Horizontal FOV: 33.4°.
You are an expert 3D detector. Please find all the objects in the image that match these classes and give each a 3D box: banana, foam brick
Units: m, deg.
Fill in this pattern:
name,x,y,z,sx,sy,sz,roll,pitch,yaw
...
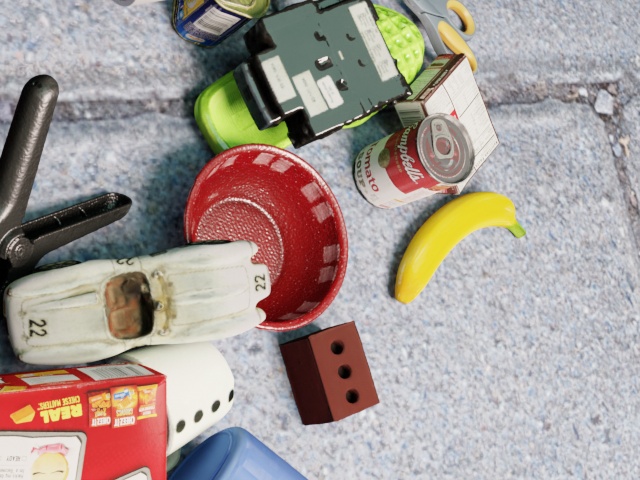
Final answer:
name,x,y,z,sx,sy,sz,roll,pitch,yaw
banana,0.137,-0.005,1.057,0.197,0.037,0.069,-25,92,-36
foam brick,0.008,0.117,0.931,0.052,0.051,0.078,-17,88,-35

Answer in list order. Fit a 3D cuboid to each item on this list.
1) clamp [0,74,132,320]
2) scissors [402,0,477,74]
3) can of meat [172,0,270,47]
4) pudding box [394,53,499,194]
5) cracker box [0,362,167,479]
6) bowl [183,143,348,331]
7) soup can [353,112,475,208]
name,x,y,z,sx,sy,sz,roll,pitch,yaw
clamp,-0.230,-0.009,0.771,0.209,0.036,0.164,-50,149,-25
scissors,0.103,-0.253,1.090,0.201,0.016,0.096,49,43,-23
can of meat,-0.087,-0.229,0.934,0.057,0.084,0.102,14,70,-31
pudding box,0.128,-0.115,1.060,0.090,0.039,0.113,-49,128,-33
cracker box,-0.193,0.197,0.732,0.163,0.072,0.214,-3,97,-35
bowl,-0.056,0.001,0.914,0.161,0.055,0.162,9,73,-32
soup can,0.086,-0.073,1.000,0.068,0.102,0.068,9,73,-32
